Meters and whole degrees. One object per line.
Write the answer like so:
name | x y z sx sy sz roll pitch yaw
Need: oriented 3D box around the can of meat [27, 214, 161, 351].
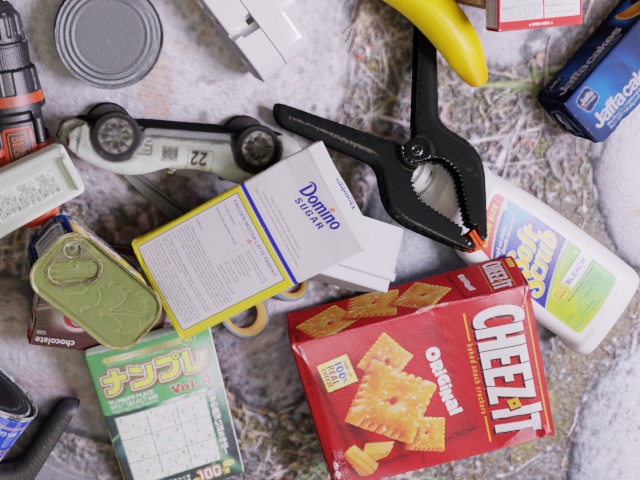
can of meat | -0.181 0.030 0.839 0.102 0.084 0.057 43 88 -24

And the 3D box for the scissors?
scissors | -0.104 0.019 0.938 0.201 0.016 0.096 26 92 -22

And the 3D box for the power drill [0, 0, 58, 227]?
power drill | -0.306 -0.086 0.826 0.187 0.057 0.184 -11 108 -13

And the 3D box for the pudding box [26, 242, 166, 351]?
pudding box | -0.186 0.048 0.910 0.113 0.039 0.090 9 102 -19

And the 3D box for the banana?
banana | 0.064 -0.199 0.890 0.198 0.037 0.070 27 132 -3

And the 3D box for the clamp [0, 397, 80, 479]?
clamp | -0.260 0.212 0.936 0.171 0.039 0.120 -19 98 -8

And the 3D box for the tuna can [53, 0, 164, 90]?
tuna can | -0.171 -0.166 0.857 0.086 0.034 0.086 -4 106 -16

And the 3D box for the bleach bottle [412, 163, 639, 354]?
bleach bottle | 0.174 0.005 0.995 0.250 0.068 0.102 31 99 -19

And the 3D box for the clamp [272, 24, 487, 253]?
clamp | 0.068 -0.074 0.920 0.164 0.036 0.210 -27 88 -6

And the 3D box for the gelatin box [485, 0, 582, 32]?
gelatin box | 0.169 -0.214 0.849 0.073 0.030 0.089 -8 107 -12

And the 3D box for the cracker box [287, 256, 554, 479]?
cracker box | 0.092 0.123 0.969 0.213 0.072 0.164 -14 114 2

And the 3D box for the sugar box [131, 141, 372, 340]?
sugar box | -0.055 0.001 0.853 0.176 0.048 0.093 -26 94 17
